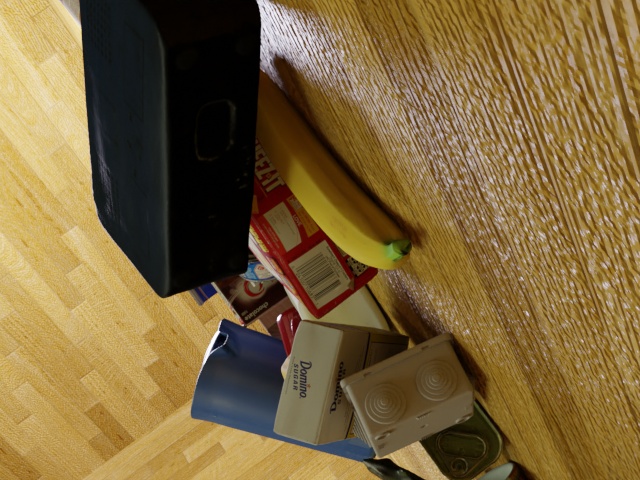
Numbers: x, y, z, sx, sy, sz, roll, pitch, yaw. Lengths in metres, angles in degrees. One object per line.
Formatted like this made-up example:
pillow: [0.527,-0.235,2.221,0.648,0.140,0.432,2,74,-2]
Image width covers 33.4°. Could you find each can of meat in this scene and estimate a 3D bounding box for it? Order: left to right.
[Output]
can of meat: [0.105,0.154,0.901,0.102,0.057,0.084,53,176,15]

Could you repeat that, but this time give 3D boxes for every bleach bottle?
bleach bottle: [-0.001,0.057,1.118,0.102,0.068,0.251,57,175,-15]

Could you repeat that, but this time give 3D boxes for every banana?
banana: [0.005,-0.041,0.716,0.198,0.037,0.070,48,154,32]

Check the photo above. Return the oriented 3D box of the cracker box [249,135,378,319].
cracker box: [-0.047,-0.044,0.894,0.164,0.072,0.214,57,173,-20]

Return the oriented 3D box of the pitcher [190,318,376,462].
pitcher: [-0.035,0.201,1.359,0.243,0.145,0.149,18,-173,4]

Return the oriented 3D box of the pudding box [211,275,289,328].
pudding box: [-0.071,0.036,1.271,0.090,0.113,0.039,52,170,9]

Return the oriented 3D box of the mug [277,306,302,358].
mug: [-0.007,0.116,1.247,0.117,0.093,0.081,22,-132,-66]

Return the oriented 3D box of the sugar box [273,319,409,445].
sugar box: [0.021,0.117,0.893,0.048,0.093,0.176,12,177,25]
